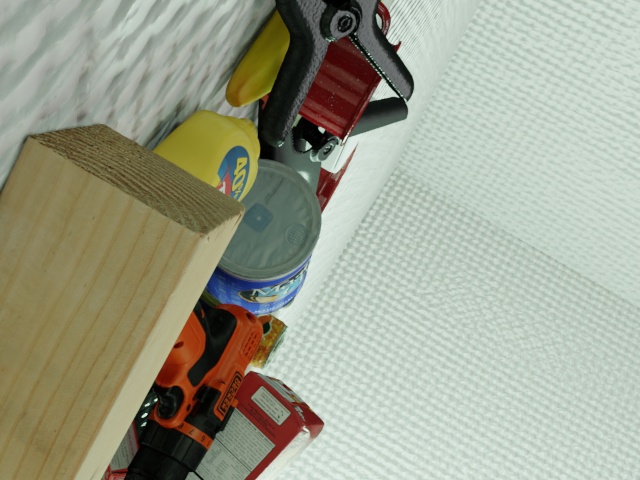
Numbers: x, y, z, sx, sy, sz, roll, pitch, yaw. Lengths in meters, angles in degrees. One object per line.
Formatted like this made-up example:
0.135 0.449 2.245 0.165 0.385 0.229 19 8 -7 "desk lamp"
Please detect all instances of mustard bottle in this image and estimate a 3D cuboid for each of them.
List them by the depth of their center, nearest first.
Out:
-0.087 -0.028 0.664 0.191 0.058 0.096 -55 169 -51 "mustard bottle"

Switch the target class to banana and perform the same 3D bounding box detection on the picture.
-0.008 -0.177 0.748 0.198 0.037 0.069 -61 157 4 "banana"

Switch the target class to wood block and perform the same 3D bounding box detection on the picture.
-0.129 0.056 0.521 0.206 0.090 0.090 -61 177 13 "wood block"

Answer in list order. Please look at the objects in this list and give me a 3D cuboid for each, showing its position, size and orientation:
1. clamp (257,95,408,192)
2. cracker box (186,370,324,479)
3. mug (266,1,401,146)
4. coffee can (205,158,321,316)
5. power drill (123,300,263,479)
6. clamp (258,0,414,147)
-0.009 -0.083 0.952 0.165 0.036 0.209 -52 156 9 "clamp"
-0.095 0.213 0.908 0.213 0.072 0.164 -48 170 -4 "cracker box"
0.010 -0.141 0.816 0.117 0.081 0.093 -59 -179 39 "mug"
-0.056 0.001 0.925 0.102 0.103 0.140 -58 176 -17 "coffee can"
-0.116 0.099 0.755 0.184 0.057 0.187 -64 157 -22 "power drill"
0.017 -0.148 0.716 0.120 0.039 0.171 -18 132 -30 "clamp"
